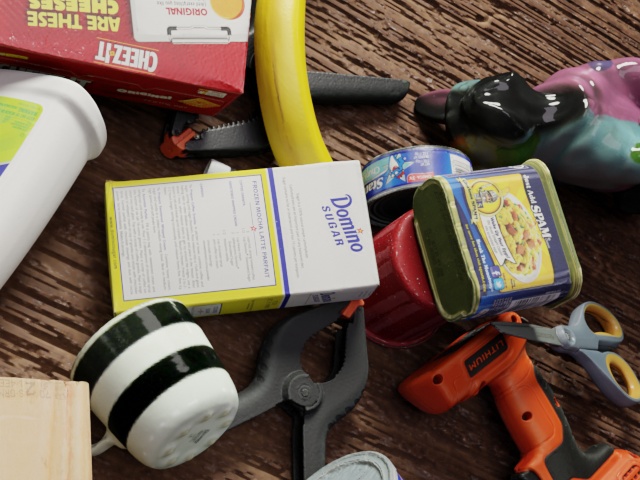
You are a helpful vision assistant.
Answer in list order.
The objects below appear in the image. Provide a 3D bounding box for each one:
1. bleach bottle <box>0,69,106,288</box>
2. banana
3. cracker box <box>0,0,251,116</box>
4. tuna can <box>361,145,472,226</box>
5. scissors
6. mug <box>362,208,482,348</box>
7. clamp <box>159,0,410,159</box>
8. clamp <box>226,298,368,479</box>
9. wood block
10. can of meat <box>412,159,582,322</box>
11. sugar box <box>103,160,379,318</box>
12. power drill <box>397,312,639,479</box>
[{"bbox_3d":[-0.222,0.010,0.625,0.103,0.068,0.250,9,56,17],"label":"bleach bottle"},{"bbox_3d":[-0.019,-0.114,0.768,0.069,0.037,0.198,-30,111,-60],"label":"banana"},{"bbox_3d":[-0.129,-0.205,0.718,0.164,0.072,0.213,9,78,-21],"label":"cracker box"},{"bbox_3d":[0.072,-0.038,0.793,0.086,0.086,0.034,5,68,-23],"label":"tuna can"},{"bbox_3d":[0.190,0.089,0.787,0.201,0.016,0.096,-8,67,-56],"label":"scissors"},{"bbox_3d":[0.081,0.029,0.774,0.117,0.082,0.093,24,63,-15],"label":"mug"},{"bbox_3d":[-0.032,-0.120,0.803,0.164,0.036,0.209,45,63,-11],"label":"clamp"},{"bbox_3d":[-0.027,0.105,0.723,0.120,0.039,0.171,30,65,-18],"label":"clamp"},{"bbox_3d":[-0.173,0.185,0.568,0.090,0.091,0.206,7,55,-25],"label":"wood block"},{"bbox_3d":[0.116,0.001,0.719,0.083,0.058,0.102,-8,74,-24],"label":"can of meat"},{"bbox_3d":[-0.055,0.001,0.722,0.176,0.048,0.093,-4,74,-12],"label":"sugar box"},{"bbox_3d":[0.138,0.161,0.768,0.184,0.057,0.187,-34,90,-34],"label":"power drill"}]
